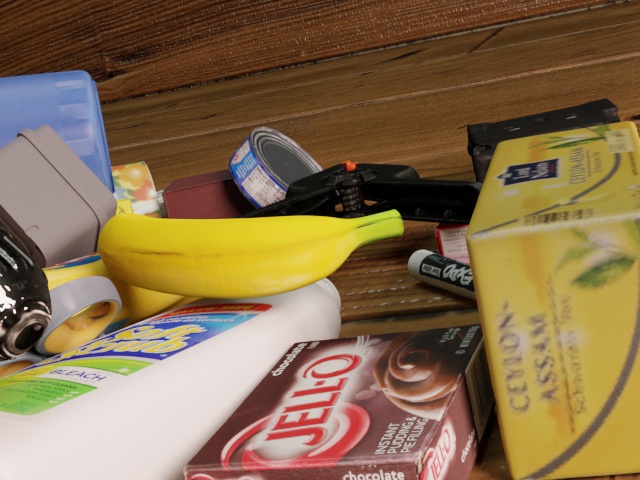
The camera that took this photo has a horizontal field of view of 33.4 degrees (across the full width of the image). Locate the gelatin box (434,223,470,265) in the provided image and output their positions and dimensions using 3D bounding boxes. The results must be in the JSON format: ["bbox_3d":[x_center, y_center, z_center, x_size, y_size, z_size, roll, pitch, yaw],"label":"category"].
[{"bbox_3d":[0.123,-0.011,0.674,0.089,0.030,0.073,-9,14,19],"label":"gelatin box"}]

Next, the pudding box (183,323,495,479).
[{"bbox_3d":[0.014,0.072,0.408,0.090,0.039,0.113,-7,14,23],"label":"pudding box"}]

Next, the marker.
[{"bbox_3d":[0.084,0.023,0.592,0.020,0.020,0.121,-17,14,-19],"label":"marker"}]

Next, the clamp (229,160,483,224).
[{"bbox_3d":[0.012,-0.026,0.707,0.164,0.036,0.210,-9,11,-3],"label":"clamp"}]

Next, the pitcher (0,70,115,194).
[{"bbox_3d":[-0.286,-0.056,0.818,0.242,0.145,0.149,-10,27,-11],"label":"pitcher"}]

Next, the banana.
[{"bbox_3d":[-0.056,0.006,0.510,0.198,0.037,0.069,2,7,41],"label":"banana"}]

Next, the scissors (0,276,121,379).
[{"bbox_3d":[-0.132,0.060,0.523,0.096,0.016,0.202,-31,-10,-16],"label":"scissors"}]

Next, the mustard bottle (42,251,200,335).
[{"bbox_3d":[-0.143,0.038,0.606,0.096,0.058,0.191,-20,2,31],"label":"mustard bottle"}]

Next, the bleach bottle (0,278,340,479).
[{"bbox_3d":[-0.072,0.065,0.473,0.103,0.068,0.250,-4,13,33],"label":"bleach bottle"}]

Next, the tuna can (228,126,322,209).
[{"bbox_3d":[-0.031,-0.049,0.854,0.034,0.086,0.086,-46,0,23],"label":"tuna can"}]

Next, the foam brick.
[{"bbox_3d":[-0.086,-0.029,0.898,0.078,0.051,0.053,-10,14,11],"label":"foam brick"}]
